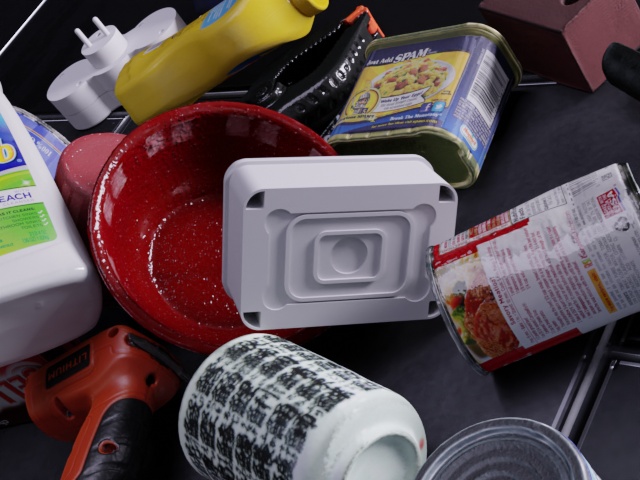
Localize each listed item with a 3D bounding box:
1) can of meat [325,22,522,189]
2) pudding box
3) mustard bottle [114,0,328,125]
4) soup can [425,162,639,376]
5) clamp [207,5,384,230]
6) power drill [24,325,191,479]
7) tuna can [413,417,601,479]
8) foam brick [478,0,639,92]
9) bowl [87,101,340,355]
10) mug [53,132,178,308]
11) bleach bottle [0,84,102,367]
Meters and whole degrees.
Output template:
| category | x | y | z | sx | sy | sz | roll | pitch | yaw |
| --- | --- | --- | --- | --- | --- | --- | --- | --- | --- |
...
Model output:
| category | x | y | z | sx | sy | sz | roll | pitch | yaw |
| --- | --- | --- | --- | --- | --- | --- | --- | --- | --- |
| can of meat | 0.061 | -0.078 | 0.650 | 0.102 | 0.057 | 0.084 | -1 | 53 | 40 |
| pudding box | -0.206 | 0.078 | 0.683 | 0.114 | 0.090 | 0.039 | -14 | 41 | 30 |
| mustard bottle | -0.065 | -0.157 | 0.810 | 0.192 | 0.058 | 0.096 | -27 | 15 | 30 |
| soup can | 0.109 | 0.014 | 0.502 | 0.102 | 0.068 | 0.068 | -25 | 39 | 17 |
| clamp | -0.031 | -0.086 | 0.748 | 0.210 | 0.036 | 0.165 | -40 | 31 | -6 |
| power drill | -0.146 | 0.149 | 0.581 | 0.185 | 0.057 | 0.187 | -27 | 38 | 29 |
| tuna can | 0.078 | 0.118 | 0.448 | 0.086 | 0.033 | 0.086 | -23 | 39 | 20 |
| foam brick | 0.145 | -0.131 | 0.639 | 0.053 | 0.051 | 0.078 | -45 | 37 | -8 |
| bowl | -0.054 | 0.001 | 0.624 | 0.162 | 0.162 | 0.055 | -62 | -2 | -28 |
| mug | -0.131 | -0.008 | 0.687 | 0.117 | 0.093 | 0.082 | 60 | 139 | 41 |
| bleach bottle | -0.222 | -0.039 | 0.648 | 0.102 | 0.068 | 0.251 | -19 | 53 | -24 |
